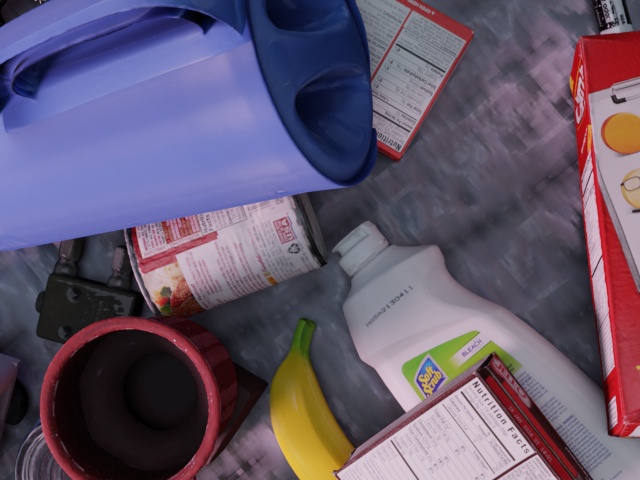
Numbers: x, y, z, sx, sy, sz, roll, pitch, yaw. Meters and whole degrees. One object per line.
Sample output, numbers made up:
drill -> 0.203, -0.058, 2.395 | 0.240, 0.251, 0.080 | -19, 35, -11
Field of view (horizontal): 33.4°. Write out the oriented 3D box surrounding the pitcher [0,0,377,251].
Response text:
pitcher -> -0.104, -0.071, 0.565 | 0.243, 0.144, 0.149 | -13, 117, 27

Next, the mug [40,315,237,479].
mug -> -0.087, 0.095, 0.569 | 0.093, 0.081, 0.117 | -18, 89, 7

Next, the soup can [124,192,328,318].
soup can -> -0.054, 0.001, 0.626 | 0.102, 0.068, 0.068 | -21, 88, 6

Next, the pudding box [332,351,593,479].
pudding box -> 0.075, 0.127, 0.571 | 0.114, 0.039, 0.090 | -40, 82, 26

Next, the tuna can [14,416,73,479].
tuna can -> -0.138, 0.137, 0.643 | 0.086, 0.033, 0.086 | 1, 103, 4

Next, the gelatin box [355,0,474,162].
gelatin box -> 0.038, -0.102, 0.635 | 0.073, 0.030, 0.089 | 31, 93, 4

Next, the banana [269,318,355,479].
banana -> 0.032, 0.139, 0.631 | 0.070, 0.037, 0.198 | -44, 85, 7

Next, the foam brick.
foam brick -> -0.080, 0.089, 0.636 | 0.078, 0.051, 0.053 | 32, 94, 5

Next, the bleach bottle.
bleach bottle -> 0.104, 0.086, 0.611 | 0.102, 0.068, 0.251 | -41, 84, 6
